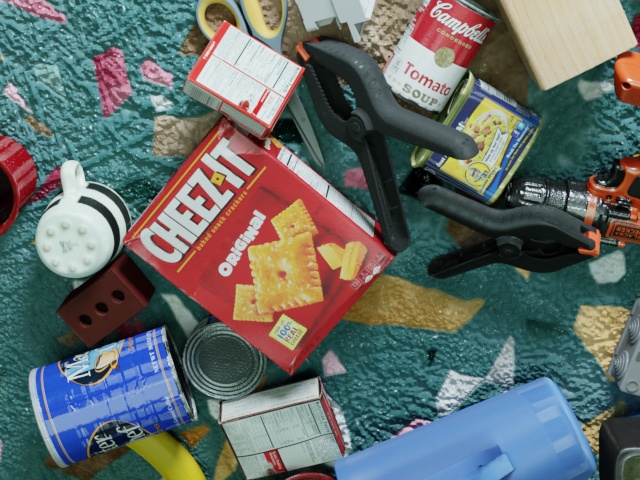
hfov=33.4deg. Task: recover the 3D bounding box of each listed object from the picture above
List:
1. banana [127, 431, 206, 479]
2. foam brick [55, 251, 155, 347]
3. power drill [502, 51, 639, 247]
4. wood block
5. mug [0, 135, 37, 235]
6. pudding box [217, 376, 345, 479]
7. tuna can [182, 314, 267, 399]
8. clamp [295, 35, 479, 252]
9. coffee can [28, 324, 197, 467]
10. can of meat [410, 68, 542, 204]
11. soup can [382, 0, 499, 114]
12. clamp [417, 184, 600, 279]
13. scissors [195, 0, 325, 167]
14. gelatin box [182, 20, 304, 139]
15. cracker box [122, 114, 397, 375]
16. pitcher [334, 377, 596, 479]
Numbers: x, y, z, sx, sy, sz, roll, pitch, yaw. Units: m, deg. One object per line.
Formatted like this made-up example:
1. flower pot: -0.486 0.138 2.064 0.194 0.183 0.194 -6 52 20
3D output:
1. banana: -0.175 0.235 1.139 0.070 0.037 0.197 -33 104 13
2. foam brick: -0.215 0.060 1.074 0.078 0.051 0.053 -36 103 14
3. power drill: 0.275 -0.077 0.968 0.184 0.057 0.188 10 133 -1
4. wood block: 0.185 -0.247 0.927 0.090 0.091 0.206 -26 105 11
5. mug: -0.334 -0.057 1.026 0.117 0.081 0.093 11 109 -1
6. pudding box: -0.040 0.196 1.107 0.113 0.039 0.090 -16 121 6
7. tuna can: -0.096 0.117 1.096 0.086 0.033 0.086 1 109 3
8. clamp: 0.052 -0.109 0.959 0.210 0.036 0.165 58 146 10
9. coffee can: -0.205 0.155 1.065 0.140 0.103 0.103 -19 107 -4
10. can of meat: 0.146 -0.095 0.998 0.084 0.057 0.102 28 108 -9
11. soup can: 0.106 -0.174 0.968 0.068 0.068 0.102 29 108 -6
12. clamp: 0.171 -0.009 0.997 0.172 0.039 0.120 -4 142 21
13. scissors: -0.059 -0.159 1.011 0.096 0.016 0.202 -7 108 8
14. gelatin box: -0.069 -0.145 0.971 0.089 0.030 0.073 31 66 -7
15. cracker box: -0.057 0.001 1.035 0.213 0.072 0.164 39 106 -9
16. pitcher: 0.144 0.233 1.057 0.243 0.149 0.145 -26 125 4
